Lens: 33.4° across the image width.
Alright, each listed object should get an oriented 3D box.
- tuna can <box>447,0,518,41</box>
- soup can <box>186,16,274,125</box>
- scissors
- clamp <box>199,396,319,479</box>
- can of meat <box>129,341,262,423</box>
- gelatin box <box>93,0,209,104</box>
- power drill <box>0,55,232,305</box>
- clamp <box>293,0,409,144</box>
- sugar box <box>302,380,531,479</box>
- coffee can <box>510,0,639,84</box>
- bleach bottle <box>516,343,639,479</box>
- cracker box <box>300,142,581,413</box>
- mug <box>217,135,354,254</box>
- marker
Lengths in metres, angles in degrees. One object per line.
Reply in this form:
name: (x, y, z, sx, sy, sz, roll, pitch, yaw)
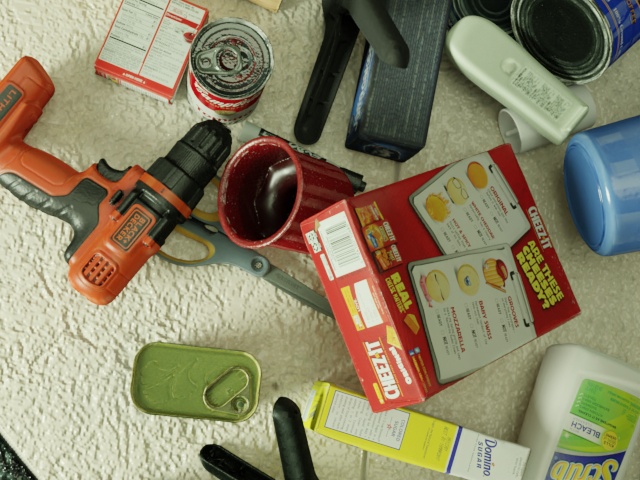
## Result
tuna can: (0.156, -0.219, 0.978, 0.086, 0.034, 0.086, 1, 83, -9)
soup can: (-0.078, -0.140, 0.898, 0.068, 0.102, 0.068, 1, 83, -9)
scissors: (-0.056, 0.001, 0.929, 0.201, 0.016, 0.096, 16, 81, -7)
clamp: (-0.015, 0.207, 0.860, 0.171, 0.120, 0.039, 46, 44, 5)
can of meat: (-0.103, 0.116, 0.874, 0.102, 0.084, 0.057, 7, 82, -8)
gelatin box: (-0.146, -0.173, 0.929, 0.073, 0.030, 0.089, 22, 81, -5)
power drill: (-0.190, -0.068, 0.885, 0.187, 0.057, 0.184, 38, 80, 3)
clamp: (0.034, -0.199, 0.909, 0.036, 0.165, 0.210, 16, 71, -25)
sugar box: (0.076, 0.164, 0.892, 0.176, 0.093, 0.048, 21, 82, -6)
coffee can: (0.250, -0.217, 0.941, 0.140, 0.103, 0.103, -41, 91, -27)
bleach bottle: (0.205, 0.220, 0.904, 0.102, 0.068, 0.250, 24, 75, -16)
cracker box: (0.102, 0.026, 0.880, 0.213, 0.072, 0.164, -21, 87, -41)
mug: (-0.033, -0.038, 0.898, 0.117, 0.081, 0.093, 32, 102, 39)
marker: (-0.015, -0.072, 0.942, 0.121, 0.020, 0.020, 25, 80, -5)
